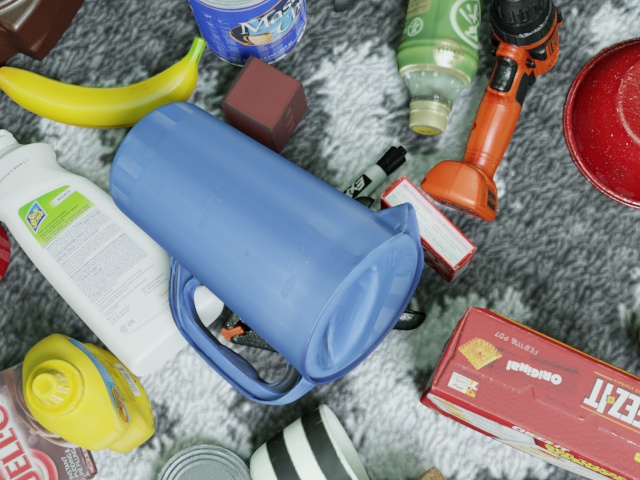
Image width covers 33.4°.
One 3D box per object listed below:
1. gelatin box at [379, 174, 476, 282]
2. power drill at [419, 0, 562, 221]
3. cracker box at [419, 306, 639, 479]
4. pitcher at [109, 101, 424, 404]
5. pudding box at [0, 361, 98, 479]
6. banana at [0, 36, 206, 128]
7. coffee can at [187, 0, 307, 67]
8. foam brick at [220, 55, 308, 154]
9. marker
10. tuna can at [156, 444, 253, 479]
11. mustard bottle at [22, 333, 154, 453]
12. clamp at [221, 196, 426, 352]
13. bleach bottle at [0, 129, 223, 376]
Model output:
[{"bbox_3d":[0.089,-0.008,0.900,0.030,0.073,0.089,-44,80,-5],"label":"gelatin box"},{"bbox_3d":[0.143,-0.115,0.873,0.057,0.184,0.187,23,90,19],"label":"power drill"},{"bbox_3d":[0.165,0.120,0.799,0.164,0.213,0.072,23,81,7],"label":"cracker box"},{"bbox_3d":[-0.055,0.001,0.831,0.243,0.145,0.149,35,50,26],"label":"pitcher"},{"bbox_3d":[-0.251,0.165,0.904,0.090,0.039,0.113,-24,78,-1],"label":"pudding box"},{"bbox_3d":[-0.194,-0.134,0.960,0.198,0.037,0.069,-7,82,5],"label":"banana"},{"bbox_3d":[-0.067,-0.221,0.918,0.103,0.140,0.103,-1,79,3],"label":"coffee can"},{"bbox_3d":[-0.048,-0.116,0.929,0.051,0.078,0.053,30,84,8],"label":"foam brick"},{"bbox_3d":[0.030,-0.040,0.938,0.121,0.020,0.020,-43,80,-6],"label":"marker"},{"bbox_3d":[-0.094,0.213,0.888,0.086,0.034,0.086,-1,79,3],"label":"tuna can"},{"bbox_3d":[-0.185,0.119,0.831,0.058,0.191,0.096,-34,79,-4],"label":"mustard bottle"},{"bbox_3d":[0.001,0.054,0.909,0.171,0.039,0.120,-33,82,7],"label":"clamp"},{"bbox_3d":[-0.201,-0.005,0.924,0.102,0.068,0.251,-40,76,-13],"label":"bleach bottle"}]
